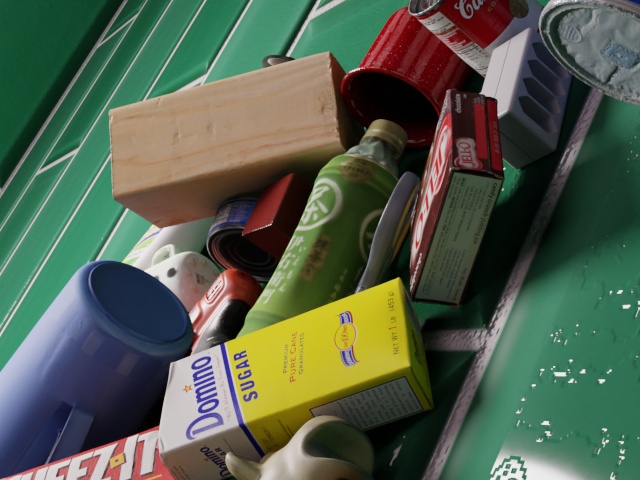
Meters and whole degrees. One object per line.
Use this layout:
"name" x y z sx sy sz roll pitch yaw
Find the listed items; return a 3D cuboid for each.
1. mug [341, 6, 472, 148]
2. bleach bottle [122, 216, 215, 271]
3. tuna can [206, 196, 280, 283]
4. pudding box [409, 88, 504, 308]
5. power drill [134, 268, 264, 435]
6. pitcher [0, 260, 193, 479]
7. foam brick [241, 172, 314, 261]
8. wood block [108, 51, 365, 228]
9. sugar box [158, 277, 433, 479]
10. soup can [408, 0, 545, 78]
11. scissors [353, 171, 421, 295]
"mug" 0.070 -0.133 0.879 0.117 0.093 0.081 -22 33 59
"bleach bottle" -0.158 -0.004 1.168 0.103 0.068 0.250 -27 27 51
"tuna can" -0.056 0.001 0.940 0.086 0.086 0.033 -29 34 47
"pudding box" 0.086 -0.027 0.691 0.090 0.039 0.114 -82 1 -50
"power drill" -0.105 0.129 0.891 0.184 0.057 0.188 -55 22 13
"pitcher" -0.209 0.141 0.875 0.149 0.144 0.243 48 115 25
"foam brick" -0.015 -0.009 0.883 0.051 0.078 0.053 -16 44 55
"wood block" -0.070 -0.084 0.933 0.206 0.090 0.090 -12 71 16
"sugar box" -0.018 0.093 0.698 0.176 0.048 0.093 -20 32 12
"soup can" 0.124 -0.163 0.789 0.069 0.102 0.068 -44 24 25
"scissors" 0.031 0.034 0.758 0.096 0.016 0.201 89 -153 -66
